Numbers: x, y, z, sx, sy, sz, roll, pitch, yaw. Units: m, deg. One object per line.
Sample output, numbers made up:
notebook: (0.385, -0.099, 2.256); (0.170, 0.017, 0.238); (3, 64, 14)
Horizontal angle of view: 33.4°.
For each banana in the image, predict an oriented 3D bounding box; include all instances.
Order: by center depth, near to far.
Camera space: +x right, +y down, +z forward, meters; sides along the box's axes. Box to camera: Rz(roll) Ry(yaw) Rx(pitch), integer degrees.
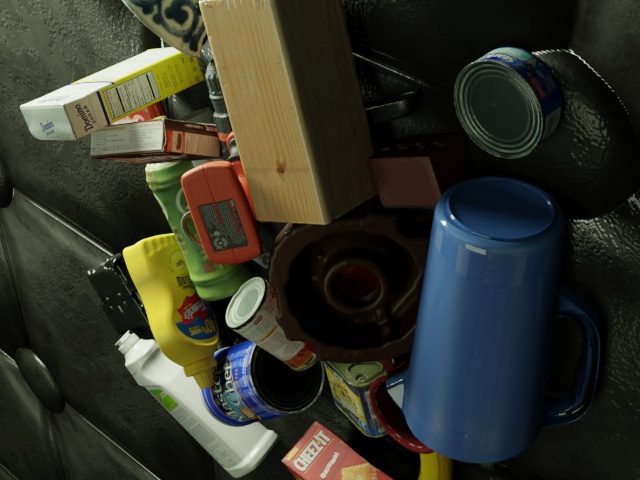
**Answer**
banana: (0.123, 0.234, 1.189); (0.070, 0.037, 0.198); (-124, 22, -58)

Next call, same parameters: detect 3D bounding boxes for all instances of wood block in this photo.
wood block: (-0.024, -0.127, 0.953); (0.091, 0.090, 0.206); (4, 116, 41)

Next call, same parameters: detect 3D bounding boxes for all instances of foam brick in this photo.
foam brick: (0.092, -0.062, 0.957); (0.078, 0.052, 0.051); (2, 120, 48)

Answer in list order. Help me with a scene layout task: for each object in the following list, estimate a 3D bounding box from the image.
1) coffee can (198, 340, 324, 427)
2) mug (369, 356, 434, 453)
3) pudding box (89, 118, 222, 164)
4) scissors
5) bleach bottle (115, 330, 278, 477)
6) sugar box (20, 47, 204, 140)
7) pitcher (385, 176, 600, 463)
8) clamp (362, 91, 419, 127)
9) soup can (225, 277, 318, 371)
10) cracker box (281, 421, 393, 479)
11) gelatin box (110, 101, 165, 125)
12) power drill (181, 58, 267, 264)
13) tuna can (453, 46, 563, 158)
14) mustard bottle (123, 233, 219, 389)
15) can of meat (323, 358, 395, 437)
coffee can: (-0.074, 0.170, 1.307); (0.103, 0.102, 0.141); (58, 146, -4)
mug: (0.104, 0.147, 1.093); (0.117, 0.081, 0.093); (57, 146, -4)
pudding box: (-0.174, -0.103, 1.127); (0.114, 0.089, 0.039); (-4, 88, 37)
scissors: (-0.058, 0.001, 1.209); (0.201, 0.096, 0.016); (23, 179, -2)
bleach bottle: (-0.178, 0.216, 1.464); (0.251, 0.068, 0.103); (43, 147, -3)
sugar box: (-0.220, -0.157, 1.139); (0.094, 0.176, 0.048); (7, 123, 47)
pitcher: (0.156, 0.071, 0.942); (0.145, 0.149, 0.243); (44, 144, 42)
clamp: (0.008, -0.115, 1.025); (0.165, 0.036, 0.210); (40, 139, 21)
soup can: (-0.048, 0.094, 1.207); (0.102, 0.068, 0.069); (36, 155, -29)
cracker box: (0.071, 0.320, 1.252); (0.214, 0.072, 0.164); (34, 163, 28)
gelatin box: (-0.221, -0.147, 1.279); (0.089, 0.030, 0.073); (5, 122, 49)
power drill: (-0.084, -0.075, 1.056); (0.057, 0.187, 0.184); (-13, 114, 15)
tuna can: (0.151, -0.111, 0.859); (0.086, 0.033, 0.086); (31, 139, 31)
mustard bottle: (-0.170, 0.089, 1.297); (0.058, 0.096, 0.191); (-24, 84, 26)
can of meat: (0.046, 0.157, 1.178); (0.102, 0.057, 0.084); (39, 150, 53)
